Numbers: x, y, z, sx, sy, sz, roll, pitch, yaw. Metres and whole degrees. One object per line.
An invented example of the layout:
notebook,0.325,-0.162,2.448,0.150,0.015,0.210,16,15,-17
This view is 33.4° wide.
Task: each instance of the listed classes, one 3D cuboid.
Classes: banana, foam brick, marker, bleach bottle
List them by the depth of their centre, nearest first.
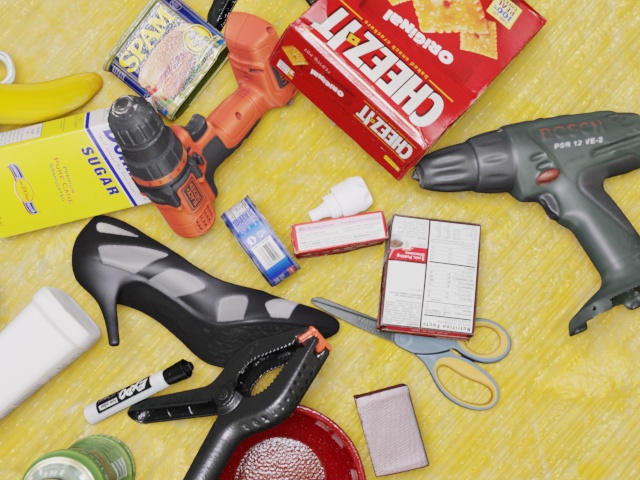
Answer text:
bleach bottle,-0.317,0.150,0.978,0.251,0.102,0.068,-43,88,-4
banana,-0.291,-0.141,0.984,0.197,0.037,0.069,9,89,-40
marker,-0.170,0.141,1.001,0.121,0.020,0.020,-27,86,18
foam brick,0.066,0.178,1.004,0.051,0.053,0.078,-15,85,-2

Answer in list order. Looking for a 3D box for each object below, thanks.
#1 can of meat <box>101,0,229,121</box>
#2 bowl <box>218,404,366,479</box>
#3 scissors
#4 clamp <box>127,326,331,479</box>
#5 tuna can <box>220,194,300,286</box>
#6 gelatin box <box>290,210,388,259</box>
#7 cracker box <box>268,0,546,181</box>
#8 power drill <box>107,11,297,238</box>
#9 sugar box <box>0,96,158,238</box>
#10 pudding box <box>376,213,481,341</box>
can of meat,-0.144,-0.177,1.025,0.084,0.057,0.102,39,97,0
bowl,-0.038,0.231,0.997,0.162,0.055,0.162,0,85,0
scissors,0.098,0.083,1.030,0.202,0.016,0.096,38,85,3
clamp,-0.078,0.156,0.948,0.210,0.164,0.036,-34,129,9
tuna can,-0.057,0.001,1.001,0.034,0.086,0.086,-36,86,-2
gelatin box,0.017,-0.004,1.007,0.089,0.073,0.030,-10,85,-1
cracker box,0.084,-0.185,0.984,0.164,0.072,0.213,42,59,3
power drill,-0.104,-0.115,0.963,0.057,0.184,0.187,26,68,26
sugar box,-0.230,-0.068,1.006,0.176,0.048,0.093,-13,121,1
pudding box,0.104,0.035,1.015,0.090,0.039,0.113,7,77,-1
